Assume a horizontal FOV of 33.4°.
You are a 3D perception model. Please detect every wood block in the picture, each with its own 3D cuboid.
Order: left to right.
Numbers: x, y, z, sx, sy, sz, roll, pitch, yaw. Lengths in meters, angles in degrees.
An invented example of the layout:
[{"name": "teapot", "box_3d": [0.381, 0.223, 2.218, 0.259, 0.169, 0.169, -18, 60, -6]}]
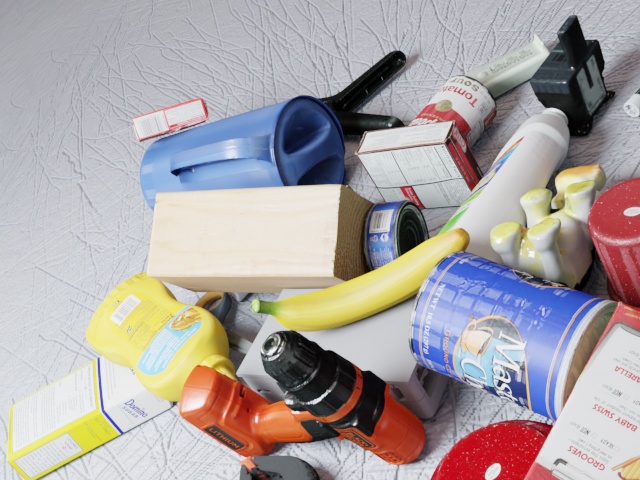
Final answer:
[{"name": "wood block", "box_3d": [-0.057, 0.001, 1.052, 0.206, 0.090, 0.090, -1, 78, 27]}]

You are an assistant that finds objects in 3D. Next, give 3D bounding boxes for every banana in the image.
[{"name": "banana", "box_3d": [0.042, 0.042, 0.928, 0.198, 0.069, 0.037, -22, 70, 11]}]

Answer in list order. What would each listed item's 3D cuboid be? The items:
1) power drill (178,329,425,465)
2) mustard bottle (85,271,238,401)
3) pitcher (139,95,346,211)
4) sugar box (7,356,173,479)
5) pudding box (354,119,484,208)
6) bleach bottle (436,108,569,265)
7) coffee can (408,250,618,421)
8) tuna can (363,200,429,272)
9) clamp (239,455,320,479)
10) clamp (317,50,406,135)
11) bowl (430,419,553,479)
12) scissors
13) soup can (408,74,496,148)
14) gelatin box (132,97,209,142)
[{"name": "power drill", "box_3d": [-0.031, 0.135, 0.891, 0.188, 0.184, 0.057, -9, 50, 43]}, {"name": "mustard bottle", "box_3d": [-0.146, 0.105, 1.054, 0.192, 0.058, 0.096, 27, 69, 42]}, {"name": "pitcher", "box_3d": [-0.103, -0.086, 1.250, 0.243, 0.149, 0.144, -7, 40, 38]}, {"name": "sugar box", "box_3d": [-0.241, 0.173, 1.119, 0.176, 0.048, 0.093, -26, 35, 3]}, {"name": "pudding box", "box_3d": [0.105, -0.076, 1.111, 0.114, 0.090, 0.039, -5, 43, 35]}, {"name": "bleach bottle", "box_3d": [0.175, -0.040, 1.025, 0.250, 0.068, 0.103, -52, 1, -36]}, {"name": "coffee can", "box_3d": [0.156, 0.076, 0.846, 0.141, 0.102, 0.102, 20, 59, 37]}, {"name": "tuna can", "box_3d": [0.076, 0.004, 1.039, 0.034, 0.086, 0.086, -6, 42, 29]}, {"name": "clamp", "box_3d": [-0.015, 0.222, 0.879, 0.120, 0.039, 0.172, -33, 34, -3]}, {"name": "clamp", "box_3d": [0.017, -0.148, 1.319, 0.210, 0.036, 0.164, -24, 34, 16]}, {"name": "bowl", "box_3d": [0.138, 0.187, 0.787, 0.162, 0.055, 0.162, -22, 35, 16]}, {"name": "scissors", "box_3d": [-0.098, 0.084, 1.114, 0.202, 0.016, 0.096, -4, 36, 49]}, {"name": "soup can", "box_3d": [0.139, -0.124, 1.165, 0.069, 0.068, 0.102, 13, 54, 47]}, {"name": "gelatin box", "box_3d": [-0.181, -0.145, 1.288, 0.089, 0.030, 0.073, -18, 6, -8]}]
